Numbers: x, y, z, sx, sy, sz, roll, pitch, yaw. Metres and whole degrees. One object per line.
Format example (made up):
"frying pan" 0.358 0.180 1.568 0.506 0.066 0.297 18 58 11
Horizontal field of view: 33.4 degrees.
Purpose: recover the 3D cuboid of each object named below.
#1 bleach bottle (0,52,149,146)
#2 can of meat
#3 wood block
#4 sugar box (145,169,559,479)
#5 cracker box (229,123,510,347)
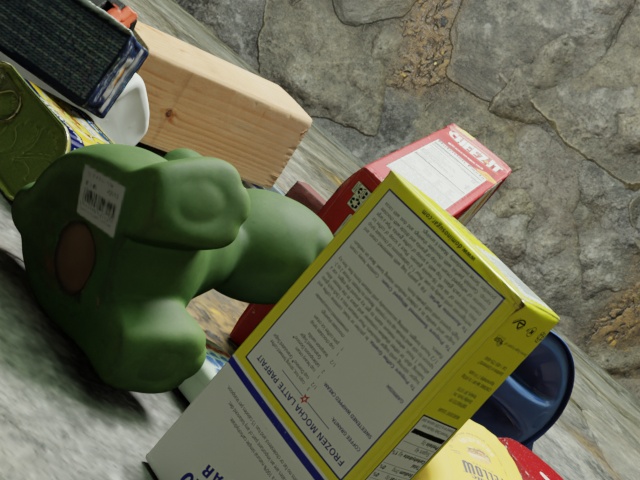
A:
"bleach bottle" -0.247 -0.165 0.846 0.251 0.068 0.102 41 -18 11
"can of meat" -0.176 -0.059 0.697 0.102 0.057 0.083 45 8 29
"wood block" -0.123 -0.135 1.070 0.205 0.091 0.090 19 21 -41
"sugar box" 0.009 0.066 0.465 0.048 0.176 0.093 27 17 -50
"cracker box" 0.043 0.005 0.790 0.072 0.164 0.213 42 26 8
